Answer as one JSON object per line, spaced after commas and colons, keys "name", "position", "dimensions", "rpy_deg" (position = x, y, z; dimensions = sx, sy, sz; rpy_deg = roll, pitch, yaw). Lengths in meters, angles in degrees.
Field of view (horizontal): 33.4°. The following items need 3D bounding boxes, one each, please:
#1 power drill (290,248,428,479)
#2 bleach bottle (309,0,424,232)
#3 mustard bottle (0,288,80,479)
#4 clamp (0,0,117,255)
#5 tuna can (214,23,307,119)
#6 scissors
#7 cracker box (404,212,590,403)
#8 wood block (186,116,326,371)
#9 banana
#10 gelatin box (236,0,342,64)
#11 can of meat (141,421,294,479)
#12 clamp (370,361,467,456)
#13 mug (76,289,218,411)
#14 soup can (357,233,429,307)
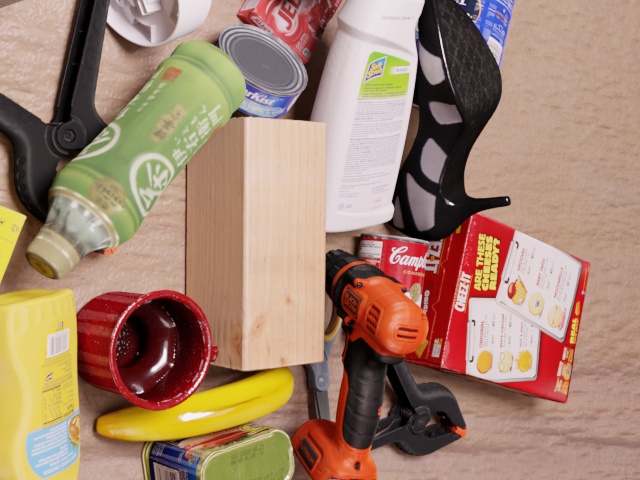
{"name": "power drill", "position": [0.023, 0.112, 0.939], "dimensions": [0.057, 0.185, 0.188], "rpy_deg": [7, 103, -20]}
{"name": "bleach bottle", "position": [0.044, -0.131, 0.941], "dimensions": [0.102, 0.068, 0.251], "rpy_deg": [-13, 129, -40]}
{"name": "mustard bottle", "position": [-0.215, 0.135, 0.795], "dimensions": [0.096, 0.058, 0.191], "rpy_deg": [-22, 110, -76]}
{"name": "clamp", "position": [-0.196, -0.090, 0.825], "dimensions": [0.164, 0.036, 0.210], "rpy_deg": [-38, 117, -30]}
{"name": "tuna can", "position": [-0.056, -0.145, 0.919], "dimensions": [0.086, 0.034, 0.086], "rpy_deg": [22, 40, -20]}
{"name": "scissors", "position": [-0.016, 0.123, 1.002], "dimensions": [0.096, 0.016, 0.202], "rpy_deg": [11, 82, -38]}
{"name": "cracker box", "position": [0.192, 0.074, 1.147], "dimensions": [0.213, 0.072, 0.164], "rpy_deg": [20, 78, -39]}
{"name": "wood block", "position": [-0.055, 0.001, 0.917], "dimensions": [0.090, 0.091, 0.206], "rpy_deg": [-1, 92, -41]}
{"name": "banana", "position": [-0.090, 0.139, 0.906], "dimensions": [0.197, 0.070, 0.037], "rpy_deg": [-13, 98, -40]}
{"name": "gelatin box", "position": [-0.025, -0.216, 0.974], "dimensions": [0.073, 0.030, 0.089], "rpy_deg": [42, 65, -32]}
{"name": "can of meat", "position": [-0.085, 0.187, 0.903], "dimensions": [0.101, 0.084, 0.057], "rpy_deg": [-13, 100, -40]}
{"name": "clamp", "position": [0.091, 0.166, 1.074], "dimensions": [0.171, 0.039, 0.120], "rpy_deg": [10, 109, -43]}
{"name": "mug", "position": [-0.137, 0.084, 0.855], "dimensions": [0.117, 0.082, 0.093], "rpy_deg": [7, 87, -41]}
{"name": "soup can", "position": [0.066, 0.048, 1.039], "dimensions": [0.068, 0.069, 0.102], "rpy_deg": [11, 85, -41]}
